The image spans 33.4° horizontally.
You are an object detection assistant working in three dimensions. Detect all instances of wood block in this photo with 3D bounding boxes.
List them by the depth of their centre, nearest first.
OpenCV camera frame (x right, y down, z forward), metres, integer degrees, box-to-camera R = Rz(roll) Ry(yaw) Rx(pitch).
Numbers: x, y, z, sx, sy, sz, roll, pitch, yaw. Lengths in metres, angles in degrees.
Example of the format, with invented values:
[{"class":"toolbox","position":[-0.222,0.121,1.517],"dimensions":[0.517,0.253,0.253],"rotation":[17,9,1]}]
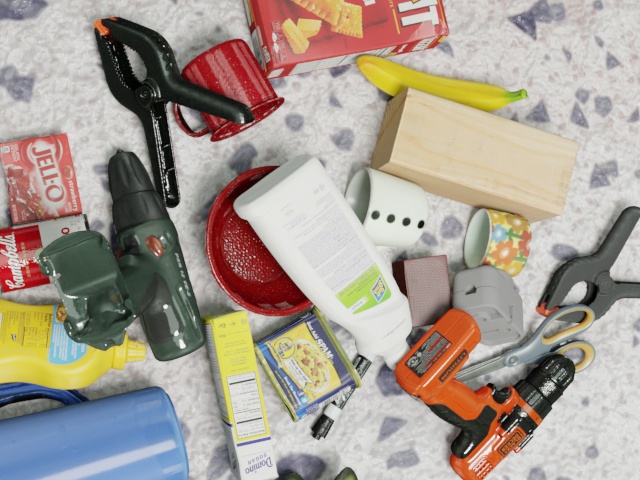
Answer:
[{"class":"wood block","position":[0.172,-0.093,1.206],"dimensions":[0.206,0.091,0.090],"rotation":[16,82,-10]}]

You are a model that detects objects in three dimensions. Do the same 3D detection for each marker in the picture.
[{"class":"marker","position":[0.027,0.170,1.193],"dimensions":[0.020,0.020,0.121],"rotation":[35,80,-8]}]

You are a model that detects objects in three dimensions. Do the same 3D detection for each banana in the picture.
[{"class":"banana","position":[0.131,-0.177,1.215],"dimensions":[0.197,0.070,0.037],"rotation":[8,65,-9]}]

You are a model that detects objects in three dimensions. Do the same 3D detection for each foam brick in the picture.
[{"class":"foam brick","position":[0.115,0.058,1.203],"dimensions":[0.053,0.051,0.078],"rotation":[-5,87,-12]}]

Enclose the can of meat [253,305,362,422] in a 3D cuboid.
[{"class":"can of meat","position":[-0.016,0.135,1.159],"dimensions":[0.084,0.057,0.102],"rotation":[-29,78,-9]}]

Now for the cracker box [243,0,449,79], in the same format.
[{"class":"cracker box","position":[0.022,-0.283,1.196],"dimensions":[0.213,0.072,0.164],"rotation":[-13,89,-13]}]

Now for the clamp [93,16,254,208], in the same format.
[{"class":"clamp","position":[-0.177,-0.148,1.138],"dimensions":[0.210,0.165,0.036],"rotation":[48,35,13]}]

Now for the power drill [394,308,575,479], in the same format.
[{"class":"power drill","position":[0.182,0.159,1.171],"dimensions":[0.184,0.057,0.187],"rotation":[-47,122,-5]}]

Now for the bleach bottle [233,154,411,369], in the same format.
[{"class":"bleach bottle","position":[0.017,0.037,1.128],"dimensions":[0.102,0.068,0.250],"rotation":[-36,108,-11]}]

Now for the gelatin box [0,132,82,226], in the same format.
[{"class":"gelatin box","position":[-0.297,-0.065,1.133],"dimensions":[0.073,0.030,0.089],"rotation":[-10,89,-13]}]

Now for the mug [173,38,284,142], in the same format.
[{"class":"mug","position":[-0.108,-0.158,1.158],"dimensions":[0.117,0.093,0.081],"rotation":[-30,88,17]}]

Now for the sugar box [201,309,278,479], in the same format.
[{"class":"sugar box","position":[-0.086,0.163,1.131],"dimensions":[0.048,0.093,0.176],"rotation":[-13,90,-12]}]

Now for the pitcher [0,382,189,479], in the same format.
[{"class":"pitcher","position":[-0.265,0.220,1.079],"dimensions":[0.242,0.145,0.149],"rotation":[-14,101,-17]}]

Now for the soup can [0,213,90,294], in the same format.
[{"class":"soup can","position":[-0.288,0.013,1.111],"dimensions":[0.102,0.069,0.068],"rotation":[-11,89,-14]}]

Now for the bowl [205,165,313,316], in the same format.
[{"class":"bowl","position":[-0.058,0.001,1.158],"dimensions":[0.161,0.055,0.162],"rotation":[1,87,-25]}]

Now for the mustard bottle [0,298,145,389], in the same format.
[{"class":"mustard bottle","position":[-0.277,0.108,1.100],"dimensions":[0.191,0.058,0.096],"rotation":[5,42,-13]}]

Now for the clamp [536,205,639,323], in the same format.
[{"class":"clamp","position":[0.338,0.053,1.259],"dimensions":[0.171,0.039,0.120],"rotation":[-37,95,-4]}]

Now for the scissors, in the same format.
[{"class":"scissors","position":[0.236,0.146,1.239],"dimensions":[0.202,0.016,0.096],"rotation":[-34,115,3]}]
